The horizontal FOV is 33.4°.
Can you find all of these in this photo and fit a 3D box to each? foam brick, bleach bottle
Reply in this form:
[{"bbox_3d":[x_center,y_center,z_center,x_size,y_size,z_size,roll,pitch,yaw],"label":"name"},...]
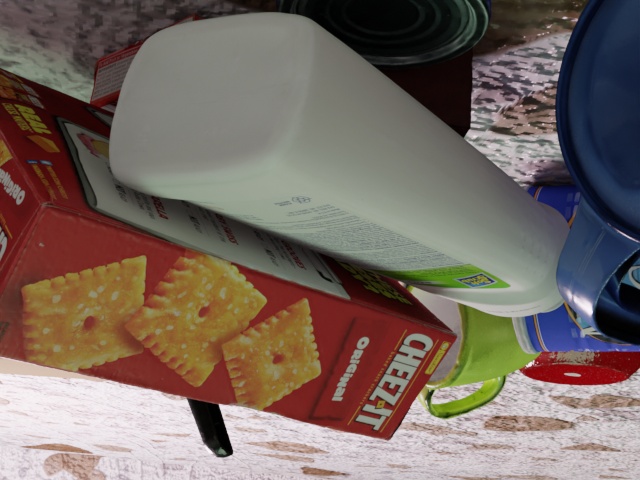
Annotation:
[{"bbox_3d":[0.038,-0.065,0.502,0.051,0.053,0.078,7,163,-5],"label":"foam brick"},{"bbox_3d":[0.034,-0.014,0.468,0.103,0.068,0.250,2,164,40],"label":"bleach bottle"}]

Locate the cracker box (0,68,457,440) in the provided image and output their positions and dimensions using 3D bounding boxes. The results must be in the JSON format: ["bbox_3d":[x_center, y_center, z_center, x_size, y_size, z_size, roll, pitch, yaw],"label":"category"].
[{"bbox_3d":[-0.068,0.006,0.489,0.213,0.072,0.164,21,-165,-38],"label":"cracker box"}]

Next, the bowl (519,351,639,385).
[{"bbox_3d":[0.223,0.092,0.935,0.162,0.055,0.162,5,162,1],"label":"bowl"}]

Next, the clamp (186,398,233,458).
[{"bbox_3d":[-0.114,0.108,0.959,0.210,0.164,0.036,2,144,38],"label":"clamp"}]

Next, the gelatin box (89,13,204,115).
[{"bbox_3d":[-0.061,-0.076,0.531,0.073,0.030,0.089,20,160,-39],"label":"gelatin box"}]

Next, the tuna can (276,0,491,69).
[{"bbox_3d":[0.026,-0.101,0.423,0.086,0.034,0.086,5,162,1],"label":"tuna can"}]
